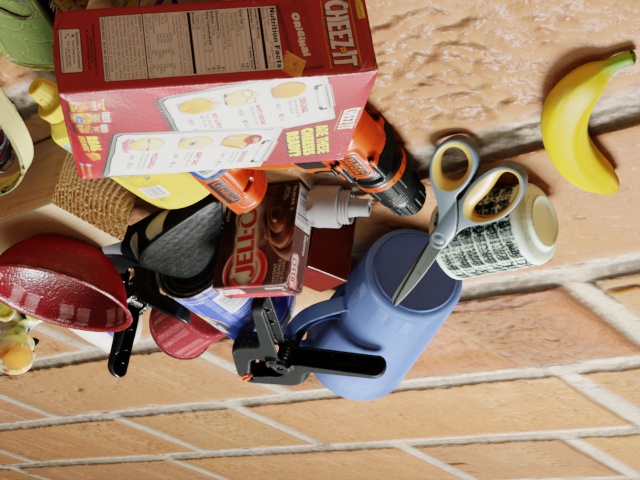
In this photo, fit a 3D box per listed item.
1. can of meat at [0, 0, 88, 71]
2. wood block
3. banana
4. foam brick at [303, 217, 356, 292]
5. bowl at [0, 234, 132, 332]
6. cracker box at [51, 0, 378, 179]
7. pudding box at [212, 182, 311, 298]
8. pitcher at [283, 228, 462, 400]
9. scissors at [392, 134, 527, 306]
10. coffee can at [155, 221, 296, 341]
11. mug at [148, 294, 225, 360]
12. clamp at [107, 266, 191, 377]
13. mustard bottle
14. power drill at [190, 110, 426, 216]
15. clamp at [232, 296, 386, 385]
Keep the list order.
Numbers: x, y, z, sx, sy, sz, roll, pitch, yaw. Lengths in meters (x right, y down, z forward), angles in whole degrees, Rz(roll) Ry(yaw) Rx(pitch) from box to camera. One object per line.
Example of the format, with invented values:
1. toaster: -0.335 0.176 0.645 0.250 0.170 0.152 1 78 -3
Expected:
1. can of meat: -0.208 -0.187 0.774 0.057 0.084 0.102 4 155 14
2. wood block: -0.292 -0.039 1.125 0.207 0.090 0.090 -13 146 43
3. banana: 0.215 -0.087 0.874 0.070 0.037 0.197 6 155 14
4. foam brick: -0.001 0.007 1.120 0.053 0.078 0.051 24 151 -27
5. bowl: -0.265 0.039 1.099 0.162 0.055 0.162 11 154 5
6. cracker box: -0.079 -0.110 0.779 0.213 0.072 0.164 -6 164 -9
7. pudding box: -0.057 0.001 1.086 0.090 0.113 0.039 -4 155 30
8. pitcher: 0.061 0.084 1.200 0.145 0.149 0.243 38 152 6
9. scissors: 0.103 -0.022 0.985 0.096 0.016 0.202 49 127 -2
10. coffee can: -0.106 0.048 1.221 0.103 0.102 0.140 -5 151 30
11. mug: -0.153 0.097 1.381 0.117 0.093 0.082 -11 166 -37
12. clamp: -0.225 0.080 1.272 0.120 0.172 0.039 -40 132 2
13. mustard bottle: -0.192 -0.095 0.997 0.096 0.058 0.191 -4 152 41
14. power drill: -0.012 -0.069 0.987 0.188 0.057 0.184 -7 148 29
15. clamp: -0.031 0.129 1.188 0.164 0.036 0.210 28 152 -11
